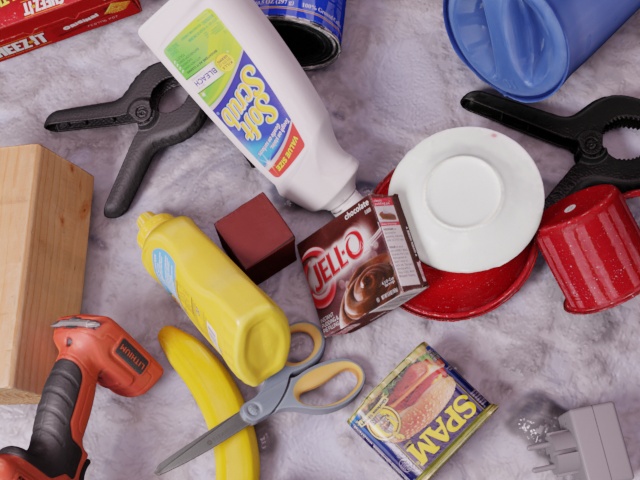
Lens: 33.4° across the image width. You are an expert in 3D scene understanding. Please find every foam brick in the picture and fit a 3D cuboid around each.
[{"bbox_3d":[-0.056,0.001,0.938,0.053,0.078,0.051,-33,78,-9],"label":"foam brick"}]

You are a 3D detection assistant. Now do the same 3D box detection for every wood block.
[{"bbox_3d":[-0.263,0.032,0.912,0.091,0.090,0.206,-4,73,21],"label":"wood block"}]

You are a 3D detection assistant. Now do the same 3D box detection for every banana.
[{"bbox_3d":[-0.091,0.162,0.911,0.069,0.037,0.198,-10,74,-5],"label":"banana"}]

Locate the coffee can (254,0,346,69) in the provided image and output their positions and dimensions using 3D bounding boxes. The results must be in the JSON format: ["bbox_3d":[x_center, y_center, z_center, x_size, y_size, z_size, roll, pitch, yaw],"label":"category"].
[{"bbox_3d":[-0.023,-0.245,0.998,0.103,0.103,0.140,6,74,2],"label":"coffee can"}]

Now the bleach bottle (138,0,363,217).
[{"bbox_3d":[-0.041,-0.119,0.939,0.250,0.103,0.068,49,33,-13],"label":"bleach bottle"}]

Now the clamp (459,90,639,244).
[{"bbox_3d":[0.238,-0.090,0.984,0.210,0.036,0.164,-20,75,-2],"label":"clamp"}]

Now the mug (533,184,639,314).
[{"bbox_3d":[0.244,-0.001,0.913,0.117,0.093,0.081,-29,101,4],"label":"mug"}]

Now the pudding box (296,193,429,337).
[{"bbox_3d":[0.034,0.022,0.916,0.039,0.114,0.090,-4,69,-42],"label":"pudding box"}]

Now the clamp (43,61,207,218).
[{"bbox_3d":[-0.160,-0.101,0.984,0.171,0.039,0.120,-29,83,5],"label":"clamp"}]

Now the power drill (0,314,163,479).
[{"bbox_3d":[-0.190,0.169,0.863,0.057,0.184,0.187,-3,53,26],"label":"power drill"}]

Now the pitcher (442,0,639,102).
[{"bbox_3d":[0.235,-0.246,0.954,0.242,0.149,0.145,-40,110,-26],"label":"pitcher"}]

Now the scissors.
[{"bbox_3d":[-0.058,0.126,0.904,0.201,0.016,0.096,-13,62,-23],"label":"scissors"}]

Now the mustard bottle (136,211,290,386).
[{"bbox_3d":[-0.102,0.034,0.913,0.058,0.096,0.192,-34,53,-19],"label":"mustard bottle"}]

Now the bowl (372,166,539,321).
[{"bbox_3d":[0.111,-0.012,0.937,0.162,0.055,0.162,-3,75,12],"label":"bowl"}]

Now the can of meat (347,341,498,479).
[{"bbox_3d":[0.085,0.149,0.905,0.102,0.057,0.084,-43,75,-12],"label":"can of meat"}]

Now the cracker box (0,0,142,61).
[{"bbox_3d":[-0.280,-0.296,1.026,0.164,0.072,0.214,-19,75,2],"label":"cracker box"}]
